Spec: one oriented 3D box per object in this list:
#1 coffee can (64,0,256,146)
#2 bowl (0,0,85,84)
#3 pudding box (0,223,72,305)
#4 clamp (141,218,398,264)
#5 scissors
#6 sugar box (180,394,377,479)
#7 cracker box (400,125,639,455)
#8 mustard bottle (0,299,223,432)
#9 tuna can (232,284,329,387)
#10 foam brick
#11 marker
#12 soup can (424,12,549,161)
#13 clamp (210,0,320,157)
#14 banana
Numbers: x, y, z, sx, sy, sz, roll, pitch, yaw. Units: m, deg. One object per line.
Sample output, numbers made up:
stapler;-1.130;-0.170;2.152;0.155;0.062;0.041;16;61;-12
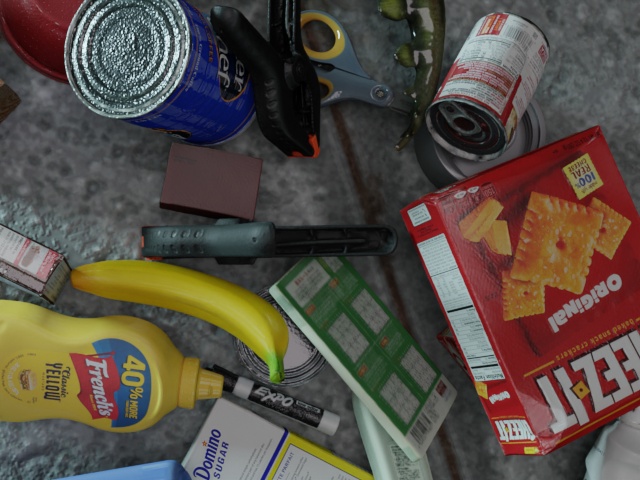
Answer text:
coffee can;-0.115;-0.133;0.822;0.103;0.140;0.103;-1;86;20
bowl;-0.191;-0.210;0.875;0.162;0.055;0.162;0;87;-7
pudding box;-0.243;0.013;0.828;0.090;0.113;0.039;26;81;-6
clamp;-0.055;0.001;0.838;0.164;0.210;0.036;1;88;-47
scissors;0.046;-0.140;0.891;0.202;0.016;0.096;7;82;11
sugar box;-0.028;0.207;0.880;0.176;0.048;0.093;28;84;-1
cracker box;0.183;0.038;0.836;0.164;0.072;0.214;-22;87;-19
mustard bottle;-0.173;0.105;0.849;0.191;0.058;0.096;7;109;-4
tuna can;-0.031;0.079;0.891;0.086;0.034;0.086;0;87;-7
foam brick;-0.090;-0.047;0.881;0.078;0.051;0.053;11;85;-7
marker;-0.042;0.133;0.894;0.121;0.020;0.020;23;85;-6
soup can;0.133;-0.122;0.842;0.068;0.069;0.102;32;62;-5
clamp;-0.029;-0.145;0.841;0.039;0.171;0.120;12;53;28
banana;-0.101;0.050;0.847;0.198;0.069;0.037;21;114;17
